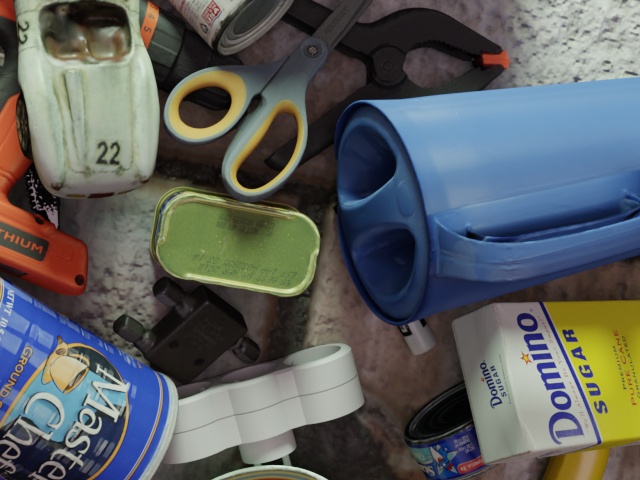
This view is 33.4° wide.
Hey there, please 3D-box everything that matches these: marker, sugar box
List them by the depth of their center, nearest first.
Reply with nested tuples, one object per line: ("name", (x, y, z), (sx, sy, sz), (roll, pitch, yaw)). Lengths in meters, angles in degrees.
("sugar box", (0.171, 0.086, 0.679), (0.175, 0.048, 0.093), (1, 69, -37))
("marker", (0.042, 0.021, 0.717), (0.020, 0.020, 0.121), (-29, 98, -6))

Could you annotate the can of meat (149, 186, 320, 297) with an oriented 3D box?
("can of meat", (-0.054, 0.001, 0.668), (0.102, 0.084, 0.057), (10, 92, -9))

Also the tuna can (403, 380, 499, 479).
("tuna can", (0.098, 0.121, 0.700), (0.086, 0.086, 0.034), (-31, 97, -6))

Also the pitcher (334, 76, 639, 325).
("pitcher", (0.140, -0.032, 0.653), (0.242, 0.145, 0.149), (-11, 66, -20))

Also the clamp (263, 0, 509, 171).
("clamp", (0.034, -0.120, 0.698), (0.171, 0.039, 0.120), (-14, 98, -8))

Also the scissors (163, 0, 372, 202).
("scissors", (-0.026, -0.116, 0.656), (0.096, 0.016, 0.201), (21, 67, 0))

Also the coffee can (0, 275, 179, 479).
("coffee can", (-0.169, 0.092, 0.626), (0.140, 0.103, 0.103), (38, 87, -29))

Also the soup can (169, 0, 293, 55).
("soup can", (-0.070, -0.172, 0.649), (0.068, 0.068, 0.102), (-40, 83, -5))

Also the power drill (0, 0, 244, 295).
("power drill", (-0.147, -0.066, 0.642), (0.184, 0.057, 0.187), (22, 75, -19))
